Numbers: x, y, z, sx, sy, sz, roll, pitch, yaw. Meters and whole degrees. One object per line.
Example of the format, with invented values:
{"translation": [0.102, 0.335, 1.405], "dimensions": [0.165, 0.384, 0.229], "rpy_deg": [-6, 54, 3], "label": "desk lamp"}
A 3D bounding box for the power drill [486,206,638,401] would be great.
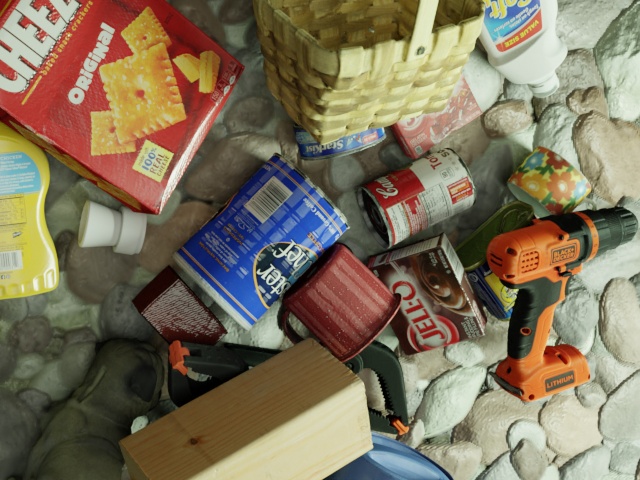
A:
{"translation": [0.245, 0.061, 1.094], "dimensions": [0.184, 0.057, 0.188], "rpy_deg": [-12, 115, -27], "label": "power drill"}

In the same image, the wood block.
{"translation": [-0.064, 0.185, 0.968], "dimensions": [0.205, 0.091, 0.090], "rpy_deg": [-26, 128, -23], "label": "wood block"}

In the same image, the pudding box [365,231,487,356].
{"translation": [0.108, 0.056, 1.093], "dimensions": [0.090, 0.039, 0.113], "rpy_deg": [-19, 108, 24], "label": "pudding box"}

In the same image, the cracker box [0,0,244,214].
{"translation": [-0.192, -0.146, 0.927], "dimensions": [0.213, 0.072, 0.164], "rpy_deg": [37, 75, -29], "label": "cracker box"}

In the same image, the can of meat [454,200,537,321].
{"translation": [0.200, 0.023, 1.128], "dimensions": [0.102, 0.057, 0.084], "rpy_deg": [-41, 112, -6], "label": "can of meat"}

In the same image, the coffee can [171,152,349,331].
{"translation": [-0.057, 0.001, 1.015], "dimensions": [0.140, 0.103, 0.102], "rpy_deg": [-46, 111, -5], "label": "coffee can"}

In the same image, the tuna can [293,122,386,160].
{"translation": [0.018, -0.105, 1.025], "dimensions": [0.086, 0.086, 0.034], "rpy_deg": [-19, 105, -14], "label": "tuna can"}

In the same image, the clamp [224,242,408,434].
{"translation": [0.027, 0.116, 1.102], "dimensions": [0.210, 0.036, 0.164], "rpy_deg": [42, 87, -17], "label": "clamp"}

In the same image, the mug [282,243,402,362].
{"translation": [0.010, 0.064, 1.035], "dimensions": [0.081, 0.093, 0.117], "rpy_deg": [45, 121, -8], "label": "mug"}

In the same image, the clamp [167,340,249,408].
{"translation": [-0.099, 0.155, 1.035], "dimensions": [0.120, 0.039, 0.171], "rpy_deg": [-42, 129, 12], "label": "clamp"}

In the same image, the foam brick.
{"translation": [-0.136, 0.073, 1.031], "dimensions": [0.051, 0.053, 0.078], "rpy_deg": [-41, 110, -6], "label": "foam brick"}

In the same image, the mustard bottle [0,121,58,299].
{"translation": [-0.290, -0.045, 0.953], "dimensions": [0.096, 0.058, 0.192], "rpy_deg": [-6, 103, -16], "label": "mustard bottle"}

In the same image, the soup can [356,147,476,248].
{"translation": [0.097, -0.043, 1.074], "dimensions": [0.102, 0.069, 0.068], "rpy_deg": [-26, 108, -12], "label": "soup can"}

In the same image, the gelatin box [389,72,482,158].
{"translation": [0.108, -0.137, 1.078], "dimensions": [0.089, 0.030, 0.073], "rpy_deg": [-34, 109, -9], "label": "gelatin box"}

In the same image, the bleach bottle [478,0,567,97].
{"translation": [0.188, -0.246, 1.036], "dimensions": [0.103, 0.068, 0.250], "rpy_deg": [-19, 128, 18], "label": "bleach bottle"}
